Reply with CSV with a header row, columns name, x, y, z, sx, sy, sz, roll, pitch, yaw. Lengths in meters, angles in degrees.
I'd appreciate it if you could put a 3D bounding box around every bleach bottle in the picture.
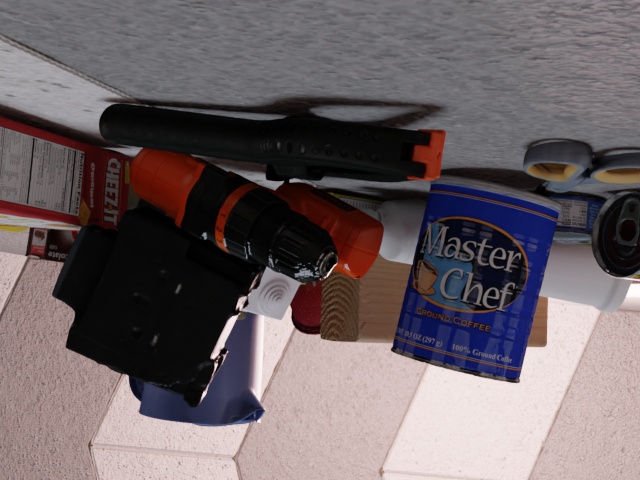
name,x,y,z,sx,sy,sz,roll,pitch,yaw
bleach bottle,0.150,0.006,0.966,0.250,0.068,0.102,8,-158,-16

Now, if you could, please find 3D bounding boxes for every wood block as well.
name,x,y,z,sx,sy,sz,roll,pitch,yaw
wood block,0.112,0.057,1.044,0.205,0.091,0.090,4,175,-23

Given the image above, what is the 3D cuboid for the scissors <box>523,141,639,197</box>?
name,x,y,z,sx,sy,sz,roll,pitch,yaw
scissors,0.186,-0.042,0.735,0.096,0.016,0.201,4,175,17

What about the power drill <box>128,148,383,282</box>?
name,x,y,z,sx,sy,sz,roll,pitch,yaw
power drill,-0.028,-0.013,0.807,0.185,0.057,0.187,30,-172,31

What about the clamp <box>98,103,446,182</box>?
name,x,y,z,sx,sy,sz,roll,pitch,yaw
clamp,-0.009,-0.055,0.660,0.210,0.036,0.164,7,179,34

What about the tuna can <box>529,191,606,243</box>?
name,x,y,z,sx,sy,sz,roll,pitch,yaw
tuna can,0.196,-0.019,0.893,0.086,0.034,0.086,5,175,0

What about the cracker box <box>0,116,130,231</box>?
name,x,y,z,sx,sy,sz,roll,pitch,yaw
cracker box,-0.264,-0.052,0.771,0.164,0.072,0.213,4,176,23

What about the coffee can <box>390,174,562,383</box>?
name,x,y,z,sx,sy,sz,roll,pitch,yaw
coffee can,0.119,0.029,0.822,0.103,0.140,0.103,14,179,0

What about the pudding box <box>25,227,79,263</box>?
name,x,y,z,sx,sy,sz,roll,pitch,yaw
pudding box,-0.208,-0.020,0.978,0.113,0.090,0.039,11,175,-43

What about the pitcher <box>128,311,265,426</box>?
name,x,y,z,sx,sy,sz,roll,pitch,yaw
pitcher,-0.131,0.081,1.182,0.149,0.243,0.145,6,175,-9

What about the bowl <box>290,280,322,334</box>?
name,x,y,z,sx,sy,sz,roll,pitch,yaw
bowl,0.017,0.026,1.170,0.055,0.162,0.162,49,153,-25
